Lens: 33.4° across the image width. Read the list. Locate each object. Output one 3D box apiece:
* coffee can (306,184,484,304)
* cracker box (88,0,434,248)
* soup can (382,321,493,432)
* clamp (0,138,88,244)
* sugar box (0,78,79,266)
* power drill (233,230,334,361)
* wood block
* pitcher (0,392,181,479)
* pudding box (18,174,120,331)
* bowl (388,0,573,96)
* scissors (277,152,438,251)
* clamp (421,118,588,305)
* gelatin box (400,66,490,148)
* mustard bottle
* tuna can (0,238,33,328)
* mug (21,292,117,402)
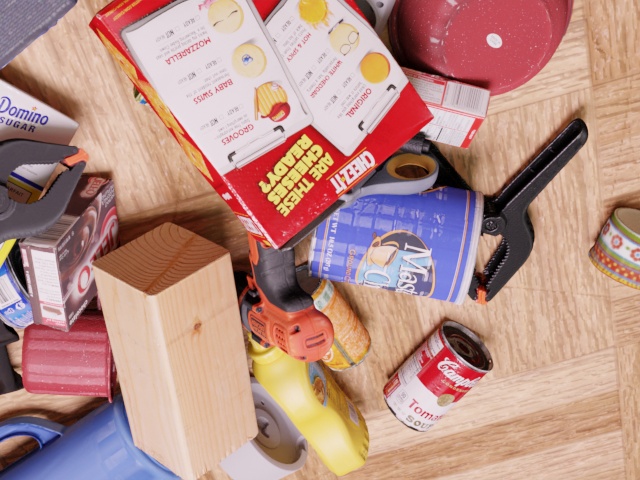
[{"bbox_3d":[0.066,-0.006,0.949,0.140,0.102,0.103,11,124,2],"label":"coffee can"},{"bbox_3d":[-0.044,-0.128,0.808,0.164,0.072,0.213,-40,105,-10],"label":"cracker box"},{"bbox_3d":[0.120,0.142,1.107,0.068,0.068,0.102,28,118,-26],"label":"soup can"},{"bbox_3d":[-0.267,-0.036,0.838,0.171,0.039,0.120,-41,111,-20],"label":"clamp"},{"bbox_3d":[-0.282,-0.044,0.877,0.093,0.048,0.176,30,85,-26],"label":"sugar box"},{"bbox_3d":[-0.056,0.001,0.939,0.057,0.185,0.187,-21,111,-23],"label":"power drill"},{"bbox_3d":[-0.128,0.102,0.969,0.090,0.090,0.206,-31,129,-36],"label":"wood block"},{"bbox_3d":[-0.267,0.254,1.095,0.243,0.145,0.149,-36,143,12],"label":"pitcher"},{"bbox_3d":[-0.214,0.009,0.927,0.039,0.113,0.090,11,127,15],"label":"pudding box"},{"bbox_3d":[0.140,-0.178,0.888,0.162,0.055,0.162,-4,126,-6],"label":"bowl"},{"bbox_3d":[0.039,-0.036,0.883,0.096,0.201,0.016,15,128,8],"label":"scissors"},{"bbox_3d":[0.168,-0.029,1.008,0.164,0.036,0.210,-6,127,4],"label":"clamp"},{"bbox_3d":[0.093,-0.113,0.907,0.089,0.030,0.073,15,164,1],"label":"gelatin box"},{"bbox_3d":[-0.018,0.147,1.069,0.058,0.096,0.191,-27,125,11],"label":"mustard bottle"},{"bbox_3d":[-0.270,0.033,0.952,0.034,0.086,0.086,-26,125,8],"label":"tuna can"},{"bbox_3d":[-0.235,0.093,1.008,0.081,0.093,0.117,3,94,-6],"label":"mug"}]
